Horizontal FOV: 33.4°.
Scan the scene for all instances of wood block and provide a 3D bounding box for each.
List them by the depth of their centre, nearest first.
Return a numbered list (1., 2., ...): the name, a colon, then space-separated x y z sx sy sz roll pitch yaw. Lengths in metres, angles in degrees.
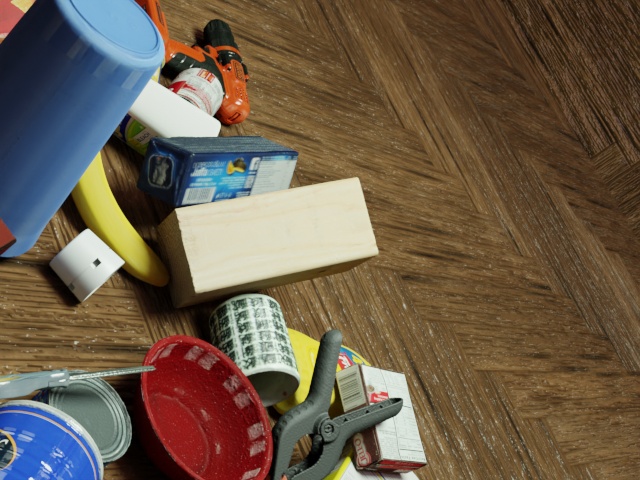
1. wood block: -0.057 0.002 1.126 0.205 0.091 0.090 -11 81 -24

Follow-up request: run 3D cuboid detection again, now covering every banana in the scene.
1. banana: -0.213 -0.039 1.078 0.069 0.037 0.198 -21 92 -31

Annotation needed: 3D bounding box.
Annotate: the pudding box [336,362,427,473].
1. pudding box: 0.067 0.196 1.168 0.089 0.039 0.113 20 51 -49

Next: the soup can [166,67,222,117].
1. soup can: -0.163 -0.165 1.308 0.068 0.069 0.102 46 27 -14

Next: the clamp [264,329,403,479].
1. clamp: -0.002 0.176 1.076 0.171 0.039 0.120 -41 102 -25

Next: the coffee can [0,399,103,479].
1. coffee can: -0.224 0.192 0.738 0.102 0.103 0.140 47 27 -13

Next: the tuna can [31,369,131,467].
1. tuna can: -0.203 0.154 0.897 0.086 0.034 0.086 38 30 -28

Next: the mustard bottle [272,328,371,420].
1. mustard bottle: 0.014 0.162 1.213 0.191 0.058 0.096 22 41 -47

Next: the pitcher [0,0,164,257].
1. pitcher: -0.244 -0.115 0.920 0.149 0.243 0.144 49 27 6

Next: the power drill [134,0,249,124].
1. power drill: -0.174 -0.258 1.415 0.187 0.057 0.184 26 37 -43

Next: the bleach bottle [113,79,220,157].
1. bleach bottle: -0.237 -0.165 1.177 0.250 0.103 0.068 33 66 -22

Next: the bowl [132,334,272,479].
1. bowl: -0.119 0.170 0.988 0.162 0.055 0.162 38 30 -28

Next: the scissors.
1. scissors: -0.209 0.110 0.833 0.201 0.096 0.016 -2 87 -29

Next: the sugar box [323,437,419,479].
1. sugar box: 0.044 0.274 1.142 0.093 0.048 0.176 52 23 -1
